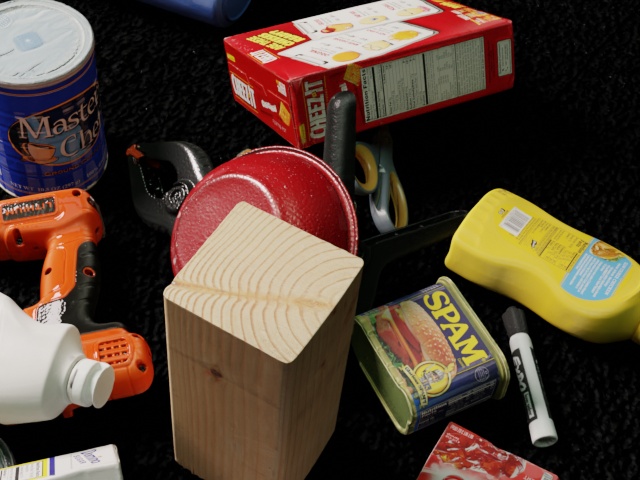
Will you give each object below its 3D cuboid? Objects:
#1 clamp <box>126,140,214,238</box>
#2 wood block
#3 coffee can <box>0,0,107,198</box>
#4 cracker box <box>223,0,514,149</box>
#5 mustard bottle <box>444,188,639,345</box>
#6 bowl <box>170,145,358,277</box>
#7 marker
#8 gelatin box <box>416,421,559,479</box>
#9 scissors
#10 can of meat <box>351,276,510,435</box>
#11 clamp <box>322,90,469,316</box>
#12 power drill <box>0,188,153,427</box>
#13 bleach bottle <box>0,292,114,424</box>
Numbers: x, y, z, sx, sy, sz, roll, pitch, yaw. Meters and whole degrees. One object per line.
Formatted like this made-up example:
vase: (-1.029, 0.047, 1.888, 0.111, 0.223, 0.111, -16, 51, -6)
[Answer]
clamp: (-0.099, -0.036, 0.878, 0.120, 0.039, 0.172, -42, 60, 8)
wood block: (-0.040, 0.086, 0.706, 0.091, 0.206, 0.090, 27, 54, 15)
coffee can: (-0.235, -0.115, 0.894, 0.102, 0.140, 0.103, 2, 51, -3)
cracker box: (0.042, -0.159, 0.964, 0.213, 0.072, 0.164, -18, 28, -17)
mustard bottle: (0.204, 0.031, 0.865, 0.192, 0.058, 0.096, 29, 42, 18)
bowl: (-0.055, 0.001, 0.791, 0.162, 0.055, 0.162, -7, 75, 28)
marker: (0.161, 0.103, 0.830, 0.020, 0.020, 0.121, -2, 51, -6)
gelatin box: (0.114, 0.181, 0.755, 0.089, 0.030, 0.073, 26, 54, 16)
scissors: (0.044, -0.091, 0.946, 0.016, 0.096, 0.202, -27, 48, 27)
can of meat: (0.080, 0.088, 0.812, 0.083, 0.057, 0.102, -20, 56, -17)
clamp: (0.028, 0.010, 0.850, 0.164, 0.036, 0.210, 35, 74, -27)
power drill: (-0.228, 0.054, 0.814, 0.184, 0.057, 0.188, -10, 54, -8)
bleach bottle: (-0.257, 0.062, 0.738, 0.251, 0.068, 0.102, 13, 59, 15)
